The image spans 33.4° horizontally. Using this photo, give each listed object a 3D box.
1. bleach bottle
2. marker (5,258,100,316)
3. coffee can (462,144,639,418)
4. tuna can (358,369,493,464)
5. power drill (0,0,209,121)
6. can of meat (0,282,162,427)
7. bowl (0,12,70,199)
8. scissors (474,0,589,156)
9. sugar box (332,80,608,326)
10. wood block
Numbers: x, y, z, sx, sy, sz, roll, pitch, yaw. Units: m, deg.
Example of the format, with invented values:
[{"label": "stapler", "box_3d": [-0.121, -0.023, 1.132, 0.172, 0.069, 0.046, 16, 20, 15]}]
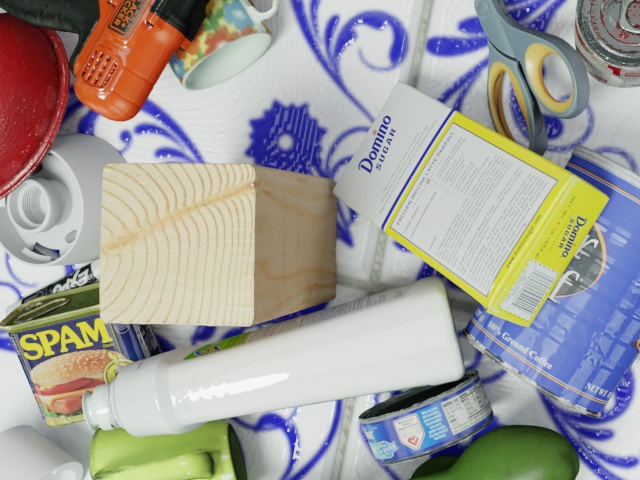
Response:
[{"label": "bleach bottle", "box_3d": [-0.033, 0.085, 0.711, 0.251, 0.102, 0.068, -14, 89, 7]}, {"label": "marker", "box_3d": [-0.182, 0.032, 0.801, 0.121, 0.020, 0.020, -27, 85, 12]}, {"label": "coffee can", "box_3d": [0.170, 0.025, 0.675, 0.103, 0.102, 0.140, 32, 98, 11]}, {"label": "tuna can", "box_3d": [0.071, 0.117, 0.709, 0.086, 0.086, 0.034, -22, 88, 12]}, {"label": "power drill", "box_3d": [-0.150, -0.192, 0.709, 0.188, 0.057, 0.184, 30, 89, 26]}, {"label": "can of meat", "box_3d": [-0.167, 0.080, 0.770, 0.102, 0.057, 0.084, -14, 106, 14]}, {"label": "bowl", "box_3d": [-0.261, -0.104, 0.770, 0.162, 0.055, 0.162, -10, 68, 25]}, {"label": "scissors", "box_3d": [0.125, -0.152, 0.702, 0.016, 0.096, 0.202, -12, 89, -31]}, {"label": "sugar box", "box_3d": [0.088, -0.029, 0.676, 0.093, 0.048, 0.176, -59, 38, 8]}, {"label": "wood block", "box_3d": [-0.055, 0.000, 0.675, 0.091, 0.206, 0.090, 1, 91, 14]}]
